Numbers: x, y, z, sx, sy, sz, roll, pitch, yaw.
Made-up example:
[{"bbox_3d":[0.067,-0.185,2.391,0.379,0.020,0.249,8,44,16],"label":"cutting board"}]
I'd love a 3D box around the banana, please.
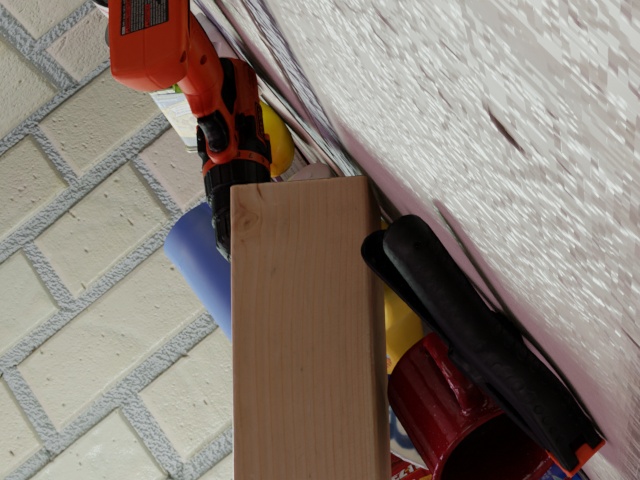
[{"bbox_3d":[-0.066,-0.103,0.979,0.198,0.069,0.037,40,135,47],"label":"banana"}]

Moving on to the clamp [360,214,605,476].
[{"bbox_3d":[0.082,0.052,0.576,0.171,0.039,0.120,51,180,-9],"label":"clamp"}]

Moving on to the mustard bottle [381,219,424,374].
[{"bbox_3d":[0.041,0.054,0.842,0.096,0.058,0.191,42,163,29],"label":"mustard bottle"}]

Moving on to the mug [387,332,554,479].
[{"bbox_3d":[0.089,0.100,0.658,0.117,0.093,0.081,58,179,-44],"label":"mug"}]

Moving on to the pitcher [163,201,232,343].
[{"bbox_3d":[-0.054,0.070,1.151,0.243,0.145,0.149,55,-156,20],"label":"pitcher"}]

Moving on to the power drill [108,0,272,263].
[{"bbox_3d":[-0.087,-0.094,0.766,0.187,0.057,0.184,60,-162,-56],"label":"power drill"}]

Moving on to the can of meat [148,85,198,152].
[{"bbox_3d":[-0.118,-0.141,1.098,0.102,0.057,0.084,2,138,41],"label":"can of meat"}]

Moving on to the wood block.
[{"bbox_3d":[-0.005,0.072,0.693,0.090,0.091,0.206,53,-146,-73],"label":"wood block"}]
